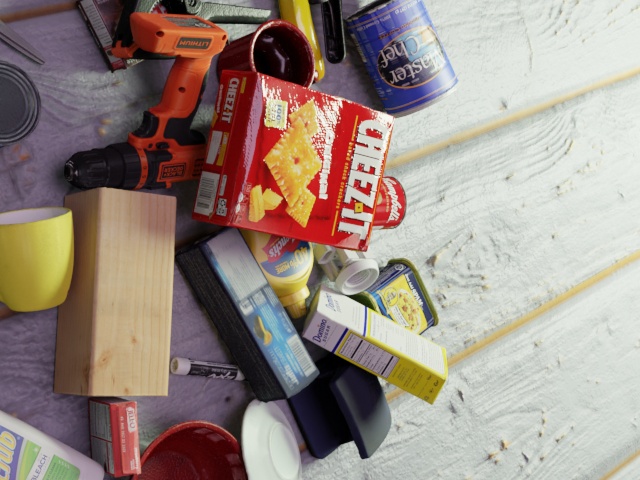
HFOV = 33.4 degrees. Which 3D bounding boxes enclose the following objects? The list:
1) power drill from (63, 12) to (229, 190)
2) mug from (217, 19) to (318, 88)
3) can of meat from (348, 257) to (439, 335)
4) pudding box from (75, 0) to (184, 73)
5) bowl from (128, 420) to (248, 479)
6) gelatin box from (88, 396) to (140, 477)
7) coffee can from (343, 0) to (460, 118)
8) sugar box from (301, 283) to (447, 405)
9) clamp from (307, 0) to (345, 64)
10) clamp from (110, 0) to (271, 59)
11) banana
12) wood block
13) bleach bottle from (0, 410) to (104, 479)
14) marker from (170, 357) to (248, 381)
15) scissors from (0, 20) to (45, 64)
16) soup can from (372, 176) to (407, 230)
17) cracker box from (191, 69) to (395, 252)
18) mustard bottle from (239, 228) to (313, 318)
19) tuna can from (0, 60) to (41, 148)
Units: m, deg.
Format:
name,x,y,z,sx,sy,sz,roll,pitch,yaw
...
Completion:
name,x,y,z,sx,sy,sz,roll,pitch,yaw
power drill,-0.177,-0.141,1.116,0.184,0.057,0.188,-12,127,-48
mug,-0.057,-0.201,1.249,0.117,0.082,0.093,7,82,-37
can of meat,0.092,0.087,1.355,0.083,0.058,0.102,-34,106,-32
pudding box,-0.199,-0.247,1.170,0.113,0.039,0.090,-36,109,-34
bowl,-0.151,0.274,1.146,0.161,0.055,0.162,5,82,-42
gelatin box,-0.210,0.198,1.089,0.030,0.089,0.073,-3,87,-28
coffee can,0.104,-0.241,1.365,0.102,0.103,0.140,-37,108,-34
sugar box,0.065,0.122,1.269,0.176,0.093,0.048,26,108,-4
clamp,0.008,-0.314,1.289,0.120,0.039,0.171,73,14,-67
clamp,-0.143,-0.256,1.168,0.209,0.036,0.164,-55,128,-25
banana,-0.023,-0.298,1.313,0.069,0.037,0.198,3,84,-37
wood block,-0.211,0.055,1.101,0.090,0.091,0.206,6,82,-38
bleach bottle,-0.334,0.205,1.012,0.250,0.068,0.102,35,67,-28
marker,-0.114,0.148,1.213,0.120,0.020,0.020,12,79,-37
scissors,-0.355,-0.259,1.065,0.201,0.016,0.096,22,73,-35
soup can,0.048,-0.045,1.326,0.102,0.069,0.068,-4,88,-37
cracker box,-0.024,-0.083,1.173,0.213,0.072,0.164,11,92,-42
mustard bottle,-0.058,0.001,1.246,0.096,0.058,0.191,-30,105,-41
tuna can,-0.325,-0.135,1.065,0.085,0.034,0.086,4,84,-37
